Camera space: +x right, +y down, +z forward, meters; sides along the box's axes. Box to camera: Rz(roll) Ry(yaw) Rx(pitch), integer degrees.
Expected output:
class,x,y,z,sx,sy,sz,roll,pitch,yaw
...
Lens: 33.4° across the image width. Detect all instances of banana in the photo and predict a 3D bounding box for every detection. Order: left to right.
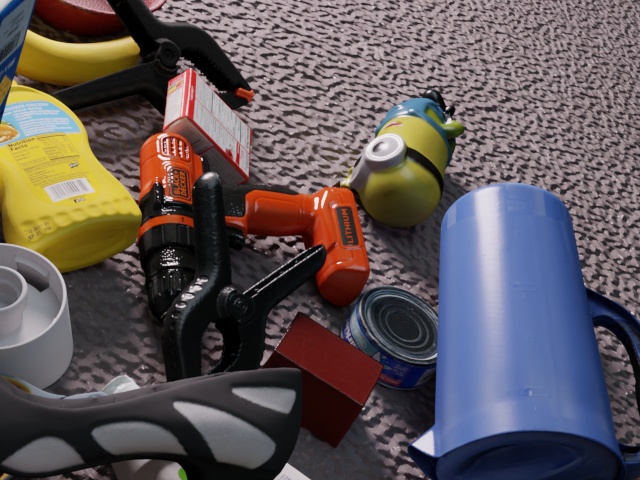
class,x,y,z,sx,sy,sz,roll,pitch,yaw
banana,-0.222,-0.168,0.927,0.197,0.070,0.037,10,14,-47

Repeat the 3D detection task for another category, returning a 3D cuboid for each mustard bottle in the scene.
class,x,y,z,sx,sy,sz,roll,pitch,yaw
mustard bottle,-0.221,-0.063,0.816,0.096,0.058,0.192,-18,58,-33

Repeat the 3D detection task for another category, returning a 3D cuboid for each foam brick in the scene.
class,x,y,z,sx,sy,sz,roll,pitch,yaw
foam brick,-0.002,0.101,0.782,0.078,0.053,0.051,33,37,2

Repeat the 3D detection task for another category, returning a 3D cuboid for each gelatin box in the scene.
class,x,y,z,sx,sy,sz,roll,pitch,yaw
gelatin box,-0.097,-0.095,0.930,0.089,0.030,0.073,46,27,-35

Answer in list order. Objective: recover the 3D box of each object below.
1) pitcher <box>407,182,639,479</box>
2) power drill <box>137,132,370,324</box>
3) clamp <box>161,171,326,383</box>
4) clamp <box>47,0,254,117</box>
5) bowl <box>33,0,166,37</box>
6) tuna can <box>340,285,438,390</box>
class,x,y,z,sx,sy,sz,roll,pitch,yaw
pitcher,0.160,0.077,0.815,0.149,0.145,0.242,31,44,-30
power drill,-0.056,0.001,0.856,0.187,0.057,0.184,12,47,-25
clamp,-0.057,0.047,0.768,0.120,0.039,0.171,22,71,-25
clamp,-0.148,-0.171,0.953,0.209,0.036,0.164,12,75,-40
bowl,-0.229,-0.244,1.017,0.162,0.055,0.162,18,39,-16
tuna can,0.062,0.078,0.867,0.086,0.034,0.086,18,39,-16
